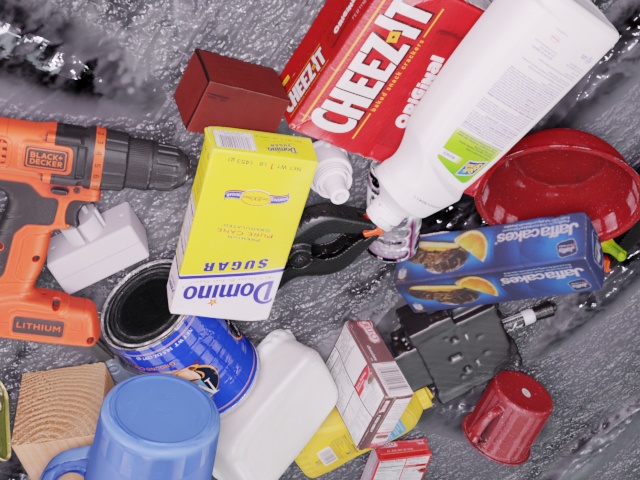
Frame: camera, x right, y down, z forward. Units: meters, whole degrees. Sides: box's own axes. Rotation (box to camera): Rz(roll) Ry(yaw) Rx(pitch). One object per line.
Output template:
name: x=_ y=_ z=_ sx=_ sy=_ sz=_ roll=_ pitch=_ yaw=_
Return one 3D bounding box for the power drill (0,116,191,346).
power drill: x=-0.211 y=-0.007 z=0.900 sx=0.184 sy=0.057 sz=0.188 roll=8 pitch=106 yaw=-12

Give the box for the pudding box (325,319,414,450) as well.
pudding box: x=0.048 y=0.156 z=1.161 sx=0.039 sy=0.113 sz=0.090 roll=0 pitch=132 yaw=-29

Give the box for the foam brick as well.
foam brick: x=-0.074 y=-0.119 z=0.898 sx=0.078 sy=0.051 sz=0.053 roll=11 pitch=125 yaw=-30

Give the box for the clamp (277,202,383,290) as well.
clamp: x=-0.030 y=0.003 z=0.990 sx=0.171 sy=0.039 sz=0.120 roll=-26 pitch=138 yaw=4

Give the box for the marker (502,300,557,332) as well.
marker: x=0.217 y=0.097 z=1.239 sx=0.121 sy=0.020 sz=0.020 roll=-20 pitch=135 yaw=-3

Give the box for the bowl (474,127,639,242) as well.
bowl: x=0.232 y=-0.059 z=1.035 sx=0.162 sy=0.055 sz=0.162 roll=7 pitch=146 yaw=5

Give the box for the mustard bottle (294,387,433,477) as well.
mustard bottle: x=0.055 y=0.207 z=1.250 sx=0.191 sy=0.058 sz=0.096 roll=-26 pitch=135 yaw=3

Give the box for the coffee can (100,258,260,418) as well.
coffee can: x=-0.134 y=0.100 z=1.043 sx=0.103 sy=0.103 sz=0.140 roll=-28 pitch=135 yaw=5

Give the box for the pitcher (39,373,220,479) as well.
pitcher: x=-0.177 y=0.244 z=1.008 sx=0.148 sy=0.145 sz=0.243 roll=-12 pitch=131 yaw=-35

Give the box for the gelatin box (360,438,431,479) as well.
gelatin box: x=0.095 y=0.292 z=1.367 sx=0.073 sy=0.030 sz=0.089 roll=-2 pitch=132 yaw=-18

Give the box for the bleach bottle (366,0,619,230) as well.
bleach bottle: x=0.121 y=-0.105 z=0.879 sx=0.102 sy=0.068 sz=0.251 roll=24 pitch=120 yaw=-34

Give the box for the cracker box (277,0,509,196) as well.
cracker box: x=0.092 y=-0.143 z=0.927 sx=0.213 sy=0.072 sz=0.164 roll=17 pitch=123 yaw=-32

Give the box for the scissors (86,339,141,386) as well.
scissors: x=-0.194 y=0.129 z=1.106 sx=0.096 sy=0.016 sz=0.202 roll=-13 pitch=136 yaw=-5

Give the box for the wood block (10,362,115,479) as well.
wood block: x=-0.244 y=0.231 z=1.122 sx=0.090 sy=0.091 sz=0.206 roll=-8 pitch=135 yaw=2

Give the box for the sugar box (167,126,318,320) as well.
sugar box: x=-0.070 y=-0.010 z=0.919 sx=0.093 sy=0.048 sz=0.176 roll=6 pitch=123 yaw=-17

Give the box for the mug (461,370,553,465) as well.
mug: x=0.223 y=0.215 z=1.298 sx=0.117 sy=0.093 sz=0.082 roll=-9 pitch=133 yaw=-43
